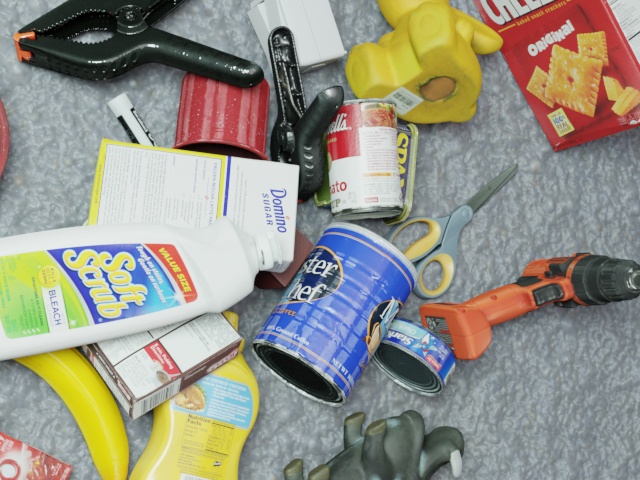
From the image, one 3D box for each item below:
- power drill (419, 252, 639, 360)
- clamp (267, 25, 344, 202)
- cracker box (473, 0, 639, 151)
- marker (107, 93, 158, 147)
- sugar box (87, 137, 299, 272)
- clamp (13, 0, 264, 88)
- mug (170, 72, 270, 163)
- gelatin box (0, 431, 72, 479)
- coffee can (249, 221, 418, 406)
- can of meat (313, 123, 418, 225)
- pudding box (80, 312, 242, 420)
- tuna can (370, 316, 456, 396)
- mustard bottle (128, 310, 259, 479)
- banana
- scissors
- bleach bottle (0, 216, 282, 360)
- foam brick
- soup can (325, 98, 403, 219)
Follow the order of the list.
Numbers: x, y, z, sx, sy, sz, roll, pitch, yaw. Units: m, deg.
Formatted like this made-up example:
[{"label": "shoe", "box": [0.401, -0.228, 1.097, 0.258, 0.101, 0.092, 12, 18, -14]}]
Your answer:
[{"label": "power drill", "box": [0.208, 0.063, 1.066, 0.187, 0.185, 0.057, -18, 92, -19]}, {"label": "clamp", "box": [-0.015, -0.098, 0.977, 0.039, 0.120, 0.171, -13, 125, -17]}, {"label": "cracker box", "box": [0.272, -0.213, 1.133, 0.072, 0.164, 0.213, -37, 102, -29]}, {"label": "marker", "box": [-0.153, -0.078, 0.971, 0.020, 0.020, 0.121, -36, 101, -27]}, {"label": "sugar box", "box": [-0.110, -0.029, 0.929, 0.176, 0.048, 0.093, 9, 70, -13]}, {"label": "clamp", "box": [-0.157, -0.178, 0.933, 0.209, 0.036, 0.165, -17, 57, -15]}, {"label": "mug", "box": [-0.083, -0.104, 0.978, 0.117, 0.093, 0.081, 34, 55, -56]}, {"label": "gelatin box", "box": [-0.257, 0.210, 0.874, 0.073, 0.030, 0.089, 32, 70, -21]}, {"label": "coffee can", "box": [0.014, 0.068, 0.995, 0.102, 0.103, 0.140, 41, 67, -18]}, {"label": "can of meat", "box": [0.044, -0.073, 1.056, 0.083, 0.058, 0.102, 11, 78, -24]}, {"label": "pudding box", "box": [-0.137, 0.084, 0.906, 0.113, 0.039, 0.090, -29, 69, -29]}, {"label": "tuna can", "box": [0.089, 0.113, 1.040, 0.086, 0.086, 0.033, 44, 64, -17]}, {"label": "mustard bottle", "box": [-0.104, 0.156, 0.946, 0.096, 0.058, 0.191, 20, 75, -25]}, {"label": "banana", "box": [-0.221, 0.125, 0.903, 0.069, 0.037, 0.197, -44, 103, 5]}, {"label": "scissors", "box": [0.151, -0.006, 1.128, 0.201, 0.016, 0.096, -23, 96, -29]}, {"label": "bleach bottle", "box": [-0.157, 0.024, 0.858, 0.250, 0.068, 0.102, -13, 91, -11]}, {"label": "foam brick", "box": [-0.057, 0.001, 0.995, 0.078, 0.051, 0.053, 45, 65, -17]}, {"label": "soup can", "box": [0.040, -0.074, 0.985, 0.068, 0.069, 0.102, -1, 84, -28]}]
